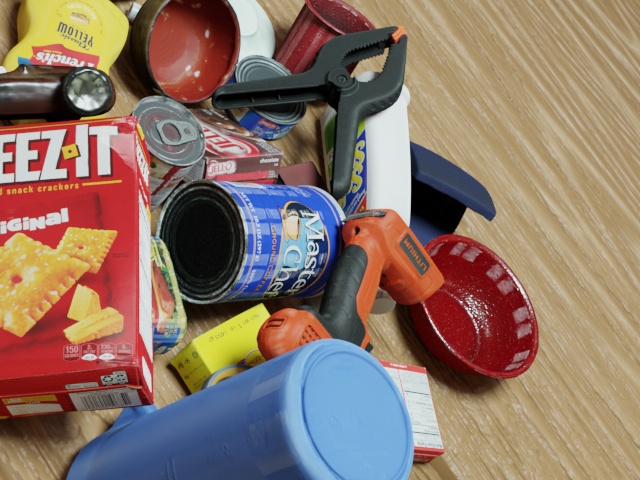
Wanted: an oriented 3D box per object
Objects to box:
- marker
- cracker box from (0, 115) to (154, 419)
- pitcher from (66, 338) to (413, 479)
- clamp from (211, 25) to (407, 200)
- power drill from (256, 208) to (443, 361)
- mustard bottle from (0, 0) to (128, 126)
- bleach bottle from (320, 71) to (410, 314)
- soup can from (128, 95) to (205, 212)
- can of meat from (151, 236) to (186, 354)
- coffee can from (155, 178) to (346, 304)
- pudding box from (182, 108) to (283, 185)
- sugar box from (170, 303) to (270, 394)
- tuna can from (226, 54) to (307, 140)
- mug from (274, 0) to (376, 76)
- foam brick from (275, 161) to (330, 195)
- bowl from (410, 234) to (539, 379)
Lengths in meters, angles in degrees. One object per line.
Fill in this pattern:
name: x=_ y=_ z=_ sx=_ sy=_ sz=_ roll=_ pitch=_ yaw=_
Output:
marker: x=-0.137 y=-0.205 z=1.075 sx=0.121 sy=0.020 sz=0.020 roll=23 pitch=48 yaw=-22
cracker box: x=-0.206 y=0.016 z=0.765 sx=0.164 sy=0.072 sz=0.213 roll=-5 pitch=59 yaw=-2
pitcher: x=-0.054 y=0.165 z=0.713 sx=0.149 sy=0.243 sz=0.144 roll=49 pitch=41 yaw=-12
clamp: x=0.007 y=-0.150 z=1.046 sx=0.164 sy=0.036 sz=0.209 roll=33 pitch=61 yaw=11
power drill: x=0.041 y=0.080 z=0.891 sx=0.184 sy=0.057 sz=0.187 roll=54 pitch=45 yaw=-29
mustard bottle: x=-0.228 y=-0.141 z=0.927 sx=0.096 sy=0.058 sz=0.191 roll=24 pitch=48 yaw=-24
bleach bottle: x=0.052 y=-0.044 z=1.059 sx=0.068 sy=0.103 sz=0.251 roll=21 pitch=47 yaw=-31
soup can: x=-0.151 y=-0.066 z=0.904 sx=0.068 sy=0.102 sz=0.068 roll=22 pitch=49 yaw=-27
can of meat: x=-0.162 y=0.043 z=0.851 sx=0.083 sy=0.058 sz=0.102 roll=5 pitch=58 yaw=-41
coffee can: x=-0.056 y=0.001 z=0.918 sx=0.140 sy=0.103 sz=0.103 roll=0 pitch=60 yaw=-53
pudding box: x=-0.103 y=-0.083 z=0.967 sx=0.089 sy=0.039 sz=0.114 roll=-8 pitch=30 yaw=-45
sugar box: x=-0.039 y=0.148 z=0.886 sx=0.093 sy=0.048 sz=0.176 roll=-27 pitch=79 yaw=-48
tuna can: x=-0.058 y=-0.146 z=1.093 sx=0.086 sy=0.034 sz=0.086 roll=22 pitch=48 yaw=-27
mug: x=0.002 y=-0.214 z=1.150 sx=0.093 sy=0.082 sz=0.117 roll=23 pitch=31 yaw=-21
foam brick: x=-0.020 y=-0.028 z=1.025 sx=0.051 sy=0.053 sz=0.078 roll=-17 pitch=71 yaw=-46
bowl: x=0.145 y=0.076 z=1.087 sx=0.161 sy=0.055 sz=0.162 roll=22 pitch=48 yaw=-27
